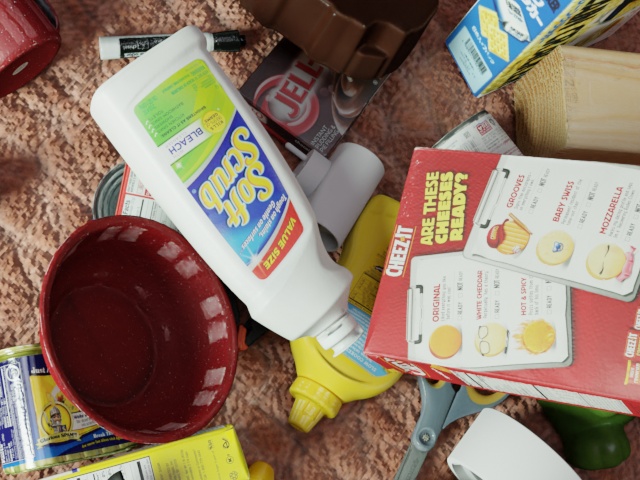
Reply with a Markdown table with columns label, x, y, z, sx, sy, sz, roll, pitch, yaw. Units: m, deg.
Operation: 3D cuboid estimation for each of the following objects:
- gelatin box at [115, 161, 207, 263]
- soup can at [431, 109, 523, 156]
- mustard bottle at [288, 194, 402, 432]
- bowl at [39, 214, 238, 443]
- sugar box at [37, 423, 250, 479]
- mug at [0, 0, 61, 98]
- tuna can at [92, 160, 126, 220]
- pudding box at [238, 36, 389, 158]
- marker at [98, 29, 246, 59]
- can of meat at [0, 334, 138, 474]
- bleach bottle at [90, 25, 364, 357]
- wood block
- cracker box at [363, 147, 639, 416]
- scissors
| label | x | y | z | sx | sy | sz | roll | pitch | yaw |
| --- | --- | --- | --- | --- | --- | --- | --- | --- | --- |
| gelatin box | -0.109 | -0.022 | 0.806 | 0.089 | 0.030 | 0.073 | 11 | 74 | -9 |
| soup can | 0.141 | -0.048 | 0.884 | 0.068 | 0.069 | 0.102 | -34 | 84 | -18 |
| mustard bottle | 0.032 | 0.065 | 0.835 | 0.096 | 0.058 | 0.191 | 35 | 71 | -7 |
| bowl | -0.136 | 0.066 | 0.743 | 0.161 | 0.055 | 0.162 | 22 | 57 | -38 |
| sugar box | -0.144 | 0.175 | 0.750 | 0.176 | 0.093 | 0.048 | -16 | 80 | -15 |
| mug | -0.249 | -0.166 | 0.829 | 0.081 | 0.093 | 0.117 | 51 | 35 | -1 |
| tuna can | -0.135 | -0.020 | 0.835 | 0.086 | 0.034 | 0.086 | 3 | 74 | -11 |
| pudding box | -0.004 | -0.130 | 0.890 | 0.090 | 0.039 | 0.113 | 37 | 70 | 1 |
| marker | -0.122 | -0.163 | 0.884 | 0.121 | 0.020 | 0.020 | -6 | 76 | -13 |
| can of meat | -0.183 | 0.116 | 0.761 | 0.101 | 0.058 | 0.084 | -2 | 76 | -47 |
| bleach bottle | -0.052 | -0.027 | 0.771 | 0.102 | 0.068 | 0.251 | -39 | 89 | -19 |
| wood block | 0.279 | -0.100 | 0.910 | 0.205 | 0.091 | 0.090 | 3 | 75 | -15 |
| cracker box | 0.155 | 0.027 | 0.751 | 0.214 | 0.072 | 0.164 | 7 | 72 | 29 |
| scissors | 0.102 | 0.154 | 0.848 | 0.096 | 0.016 | 0.201 | 15 | 73 | -8 |
